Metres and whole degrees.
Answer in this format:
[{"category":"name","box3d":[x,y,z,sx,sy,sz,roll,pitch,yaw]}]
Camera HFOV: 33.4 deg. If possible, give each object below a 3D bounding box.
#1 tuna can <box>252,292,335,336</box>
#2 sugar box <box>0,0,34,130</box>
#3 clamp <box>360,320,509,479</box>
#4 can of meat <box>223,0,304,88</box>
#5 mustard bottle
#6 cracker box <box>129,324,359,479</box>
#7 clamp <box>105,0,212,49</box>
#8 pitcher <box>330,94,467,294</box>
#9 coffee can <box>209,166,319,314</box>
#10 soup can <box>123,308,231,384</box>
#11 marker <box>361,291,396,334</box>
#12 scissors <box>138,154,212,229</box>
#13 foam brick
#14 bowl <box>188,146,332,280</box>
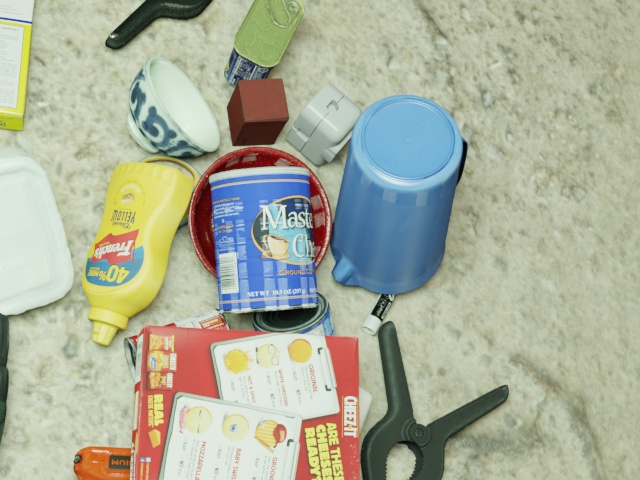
[{"category":"tuna can","box3d":[-0.029,0.088,1.135,0.086,0.086,0.034,-26,122,-22]},{"category":"sugar box","box3d":[-0.362,-0.211,1.161,0.093,0.048,0.176,5,67,-14]},{"category":"clamp","box3d":[0.112,0.210,1.162,0.164,0.036,0.210,22,70,-8]},{"category":"can of meat","box3d":[-0.067,-0.228,1.229,0.057,0.084,0.102,26,67,-6]},{"category":"mustard bottle","box3d":[-0.199,0.016,1.108,0.096,0.058,0.191,7,74,33]},{"category":"cracker box","box3d":[-0.073,0.172,1.031,0.213,0.072,0.164,5,74,-15]},{"category":"clamp","box3d":[-0.190,-0.279,1.235,0.171,0.039,0.120,-8,76,-18]},{"category":"pitcher","box3d":[0.087,-0.054,1.121,0.145,0.243,0.149,4,66,0]},{"category":"coffee can","box3d":[-0.057,0.001,1.082,0.102,0.103,0.140,-3,87,-17]},{"category":"soup can","box3d":[-0.144,0.117,1.103,0.102,0.069,0.068,-18,78,-21]},{"category":"marker","box3d":[0.081,0.053,1.214,0.020,0.020,0.121,32,67,-4]},{"category":"scissors","box3d":[-0.113,-0.038,1.191,0.201,0.016,0.096,19,70,-9]},{"category":"foam brick","box3d":[-0.072,-0.144,1.203,0.053,0.078,0.051,-4,75,-17]},{"category":"bowl","box3d":[-0.071,-0.019,1.165,0.162,0.055,0.162,2,85,-20]}]
